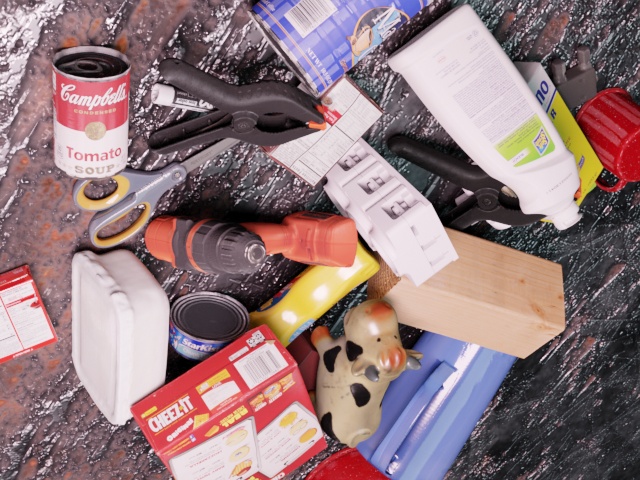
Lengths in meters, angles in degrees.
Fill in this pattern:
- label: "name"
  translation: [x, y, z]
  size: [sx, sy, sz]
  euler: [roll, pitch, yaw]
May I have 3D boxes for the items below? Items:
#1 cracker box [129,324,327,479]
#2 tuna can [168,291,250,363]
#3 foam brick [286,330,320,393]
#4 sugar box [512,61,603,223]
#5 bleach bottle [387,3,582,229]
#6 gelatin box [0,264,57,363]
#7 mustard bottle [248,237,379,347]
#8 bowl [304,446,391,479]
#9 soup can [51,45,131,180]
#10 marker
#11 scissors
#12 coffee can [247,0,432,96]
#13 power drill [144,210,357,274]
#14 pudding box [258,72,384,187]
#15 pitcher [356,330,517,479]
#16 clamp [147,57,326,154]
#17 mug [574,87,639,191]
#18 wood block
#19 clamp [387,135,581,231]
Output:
- label: "cracker box"
  translation: [-0.091, 0.200, 1.137]
  size: [0.164, 0.072, 0.213]
  euler: [-32, 147, -11]
- label: "tuna can"
  translation: [-0.120, 0.093, 1.142]
  size: [0.086, 0.086, 0.034]
  euler: [-7, 127, -27]
- label: "foam brick"
  translation: [-0.012, 0.145, 1.265]
  size: [0.078, 0.053, 0.051]
  euler: [31, 104, -41]
- label: "sugar box"
  translation: [0.249, -0.108, 1.204]
  size: [0.093, 0.048, 0.176]
  euler: [-55, 130, -17]
- label: "bleach bottle"
  translation: [0.181, -0.113, 1.095]
  size: [0.102, 0.068, 0.251]
  euler: [-37, 99, -2]
- label: "gelatin box"
  translation: [-0.310, 0.075, 1.056]
  size: [0.073, 0.030, 0.089]
  euler: [-22, 131, -13]
- label: "mustard bottle"
  translation: [-0.022, 0.070, 1.182]
  size: [0.191, 0.096, 0.058]
  euler: [-41, 91, 4]
- label: "bowl"
  translation: [0.048, 0.354, 1.451]
  size: [0.161, 0.055, 0.162]
  euler: [-16, 129, -21]
- label: "soup can"
  translation: [-0.205, -0.114, 0.954]
  size: [0.068, 0.069, 0.102]
  euler: [-9, 127, -25]
- label: "marker"
  translation: [-0.105, -0.132, 1.032]
  size: [0.120, 0.020, 0.020]
  euler: [7, 118, -34]
- label: "scissors"
  translation: [-0.159, -0.073, 1.046]
  size: [0.202, 0.016, 0.096]
  euler: [-42, 133, 3]
- label: "coffee can"
  translation: [0.018, -0.216, 0.985]
  size: [0.140, 0.103, 0.102]
  euler: [-40, 133, 1]
- label: "power drill"
  translation: [-0.057, 0.001, 1.062]
  size: [0.187, 0.185, 0.057]
  euler: [0, 97, -37]
- label: "pudding box"
  translation: [-0.001, -0.118, 1.082]
  size: [0.113, 0.039, 0.090]
  euler: [-45, 145, 8]
- label: "pitcher"
  translation: [0.149, 0.187, 1.335]
  size: [0.144, 0.149, 0.243]
  euler: [25, 105, -25]
- label: "clamp"
  translation: [-0.078, -0.126, 0.991]
  size: [0.171, 0.039, 0.120]
  euler: [-6, 152, -8]
- label: "mug"
  translation: [0.356, -0.112, 1.272]
  size: [0.093, 0.082, 0.117]
  euler: [-2, 123, -29]
- label: "wood block"
  translation: [0.165, 0.054, 1.216]
  size: [0.206, 0.090, 0.091]
  euler: [17, 145, -16]
- label: "clamp"
  translation: [0.178, -0.060, 1.176]
  size: [0.210, 0.036, 0.164]
  euler: [-7, 132, 20]
